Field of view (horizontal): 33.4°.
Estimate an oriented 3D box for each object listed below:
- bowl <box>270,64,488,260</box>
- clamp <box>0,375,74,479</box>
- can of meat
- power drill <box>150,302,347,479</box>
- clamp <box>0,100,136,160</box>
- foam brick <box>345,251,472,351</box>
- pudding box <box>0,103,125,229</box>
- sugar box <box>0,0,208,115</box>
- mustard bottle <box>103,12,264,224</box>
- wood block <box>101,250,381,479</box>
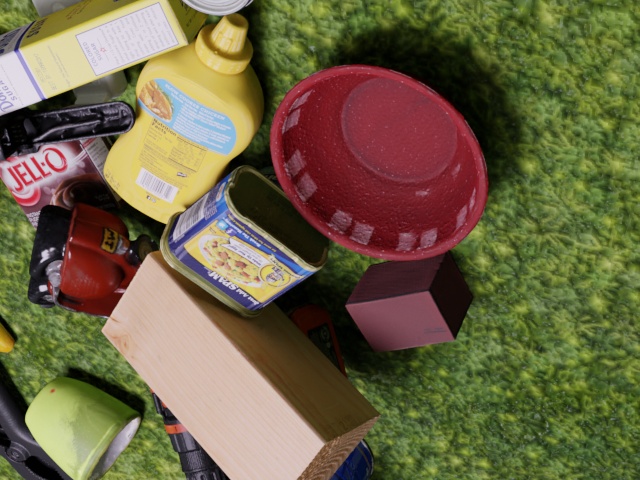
[{"bbox_3d":[0.047,-0.065,0.763,0.162,0.055,0.162,14,131,16],"label":"bowl"},{"bbox_3d":[-0.336,0.222,1.202,0.210,0.036,0.165,35,134,-6],"label":"clamp"},{"bbox_3d":[-0.055,0.001,0.811,0.102,0.057,0.084,37,132,-22],"label":"can of meat"},{"bbox_3d":[-0.066,0.138,0.947,0.188,0.057,0.184,-14,93,30],"label":"power drill"},{"bbox_3d":[-0.235,-0.080,0.805,0.172,0.120,0.039,-2,98,41],"label":"clamp"},{"bbox_3d":[0.071,0.049,0.847,0.078,0.051,0.053,-12,121,34],"label":"foam brick"},{"bbox_3d":[-0.223,-0.063,0.912,0.114,0.039,0.090,-12,119,33],"label":"pudding box"},{"bbox_3d":[-0.169,-0.141,0.752,0.176,0.093,0.048,-16,116,14],"label":"sugar box"},{"bbox_3d":[-0.096,-0.095,0.809,0.096,0.058,0.192,31,134,-1],"label":"mustard bottle"},{"bbox_3d":[-0.065,0.105,0.855,0.206,0.090,0.091,44,117,20],"label":"wood block"}]
